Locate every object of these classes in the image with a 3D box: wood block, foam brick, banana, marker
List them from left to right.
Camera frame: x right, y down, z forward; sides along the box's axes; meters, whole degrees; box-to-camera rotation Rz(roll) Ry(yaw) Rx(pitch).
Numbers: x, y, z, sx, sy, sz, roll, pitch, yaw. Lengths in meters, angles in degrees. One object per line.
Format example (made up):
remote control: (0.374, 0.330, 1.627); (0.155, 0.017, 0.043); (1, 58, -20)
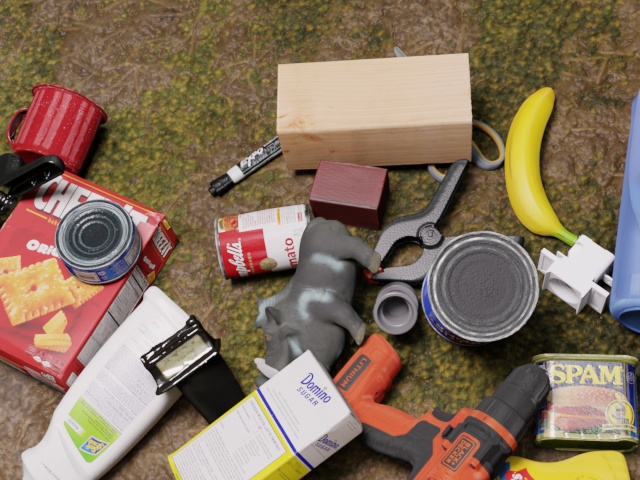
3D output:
marker: (-0.078, -0.090, 1.226); (0.121, 0.020, 0.020); (-36, 65, -10)
foam brick: (0.033, -0.050, 1.172); (0.078, 0.053, 0.051); (9, 66, 11)
wood block: (0.061, -0.139, 1.170); (0.206, 0.090, 0.091); (-3, 65, 6)
banana: (0.234, -0.084, 1.172); (0.069, 0.037, 0.198); (8, 65, -21)

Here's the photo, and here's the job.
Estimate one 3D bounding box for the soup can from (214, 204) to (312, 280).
soup can: (-0.058, 0.001, 1.151); (0.102, 0.068, 0.068); (-9, 63, 3)

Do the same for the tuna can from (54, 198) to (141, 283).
tuna can: (-0.233, 0.000, 1.117); (0.086, 0.034, 0.086); (-3, 63, 5)

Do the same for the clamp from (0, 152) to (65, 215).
clamp: (-0.348, -0.054, 1.174); (0.164, 0.036, 0.210); (-46, 30, 4)

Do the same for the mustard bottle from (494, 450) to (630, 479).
mustard bottle: (0.192, 0.250, 0.999); (0.191, 0.058, 0.096); (-4, 62, 7)

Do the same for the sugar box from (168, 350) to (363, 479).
sugar box: (-0.053, 0.194, 1.016); (0.176, 0.048, 0.093); (-35, 46, -1)

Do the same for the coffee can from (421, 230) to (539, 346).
coffee can: (0.152, 0.050, 1.043); (0.103, 0.140, 0.103); (0, 83, 3)

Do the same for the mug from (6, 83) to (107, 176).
mug: (-0.316, -0.125, 1.241); (0.117, 0.093, 0.081); (11, 71, 21)

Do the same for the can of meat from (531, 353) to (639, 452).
can of meat: (0.257, 0.158, 1.036); (0.102, 0.057, 0.084); (1, 67, 9)

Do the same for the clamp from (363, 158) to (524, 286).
clamp: (0.128, 0.003, 1.141); (0.171, 0.039, 0.120); (-40, 65, -4)

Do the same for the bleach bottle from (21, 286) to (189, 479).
bleach bottle: (-0.223, 0.170, 1.092); (0.102, 0.068, 0.250); (42, 77, 9)

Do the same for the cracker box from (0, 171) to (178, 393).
cracker box: (-0.282, 0.040, 1.162); (0.164, 0.072, 0.213); (23, 69, 17)

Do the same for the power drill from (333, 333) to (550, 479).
power drill: (0.104, 0.162, 1.024); (0.188, 0.057, 0.184); (27, 67, 42)

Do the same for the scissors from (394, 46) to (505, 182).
scissors: (0.123, -0.138, 1.223); (0.096, 0.016, 0.202); (-42, 66, -12)
